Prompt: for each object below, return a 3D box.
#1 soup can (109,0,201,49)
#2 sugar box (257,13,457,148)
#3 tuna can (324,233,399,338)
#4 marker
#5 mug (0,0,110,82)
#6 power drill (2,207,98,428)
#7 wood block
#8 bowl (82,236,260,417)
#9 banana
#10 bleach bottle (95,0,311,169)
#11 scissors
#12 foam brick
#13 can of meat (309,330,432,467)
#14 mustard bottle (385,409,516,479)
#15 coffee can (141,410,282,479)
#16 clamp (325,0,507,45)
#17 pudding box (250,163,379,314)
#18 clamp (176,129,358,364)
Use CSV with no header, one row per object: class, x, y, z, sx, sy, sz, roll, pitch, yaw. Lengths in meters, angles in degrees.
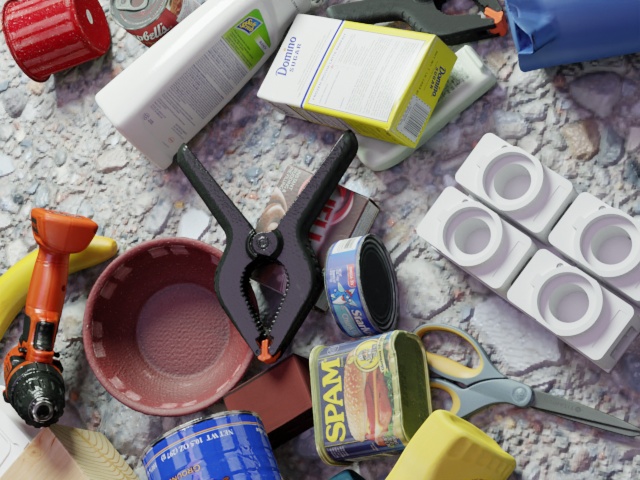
soup can,-0.153,-0.219,1.060,0.069,0.102,0.068,-7,72,23
sugar box,0.030,-0.147,0.963,0.176,0.048,0.093,21,83,46
tuna can,0.036,0.039,0.904,0.034,0.086,0.086,-11,70,24
marker,-0.143,0.075,1.016,0.020,0.020,0.121,21,85,29
mug,-0.276,-0.230,1.138,0.082,0.093,0.117,-16,32,15
power drill,-0.252,0.067,0.983,0.185,0.057,0.188,-162,85,-67
wood block,-0.266,0.277,0.975,0.206,0.090,0.091,-49,61,4
bowl,-0.131,0.080,0.973,0.162,0.055,0.162,-1,81,5
banana,-0.291,0.050,1.087,0.198,0.037,0.069,-44,83,10
bleach bottle,-0.094,-0.185,1.035,0.251,0.102,0.068,-40,56,2
scissors,0.147,0.138,0.862,0.202,0.016,0.096,33,92,30
foam brick,-0.034,0.142,0.926,0.078,0.053,0.051,-33,64,14
can of meat,0.043,0.130,0.879,0.084,0.057,0.102,-17,67,33
mustard bottle,0.066,0.226,0.828,0.191,0.096,0.058,-53,46,3
coffee can,-0.071,0.218,0.831,0.103,0.102,0.140,-30,63,15
clamp,0.098,-0.237,0.983,0.172,0.039,0.120,19,88,22
pudding box,-0.012,-0.002,0.965,0.090,0.039,0.113,25,87,28
clamp,-0.056,0.001,0.934,0.165,0.036,0.210,3,78,13
